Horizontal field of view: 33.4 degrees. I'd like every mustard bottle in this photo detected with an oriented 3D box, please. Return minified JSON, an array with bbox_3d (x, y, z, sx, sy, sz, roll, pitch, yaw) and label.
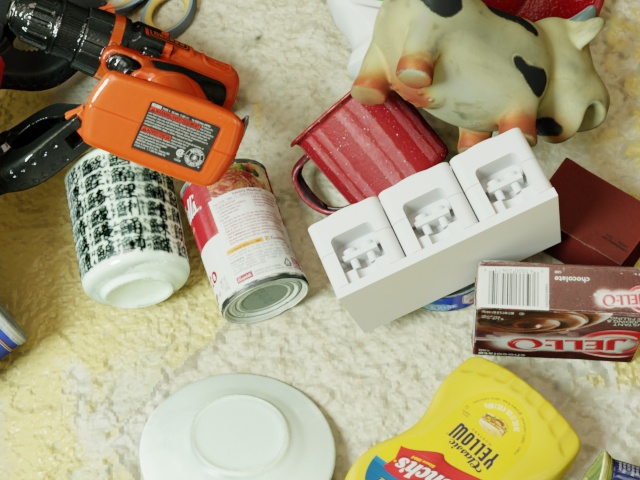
[{"bbox_3d":[0.069,0.160,0.666,0.191,0.058,0.096,-37,64,-28],"label":"mustard bottle"}]

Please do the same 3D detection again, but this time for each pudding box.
[{"bbox_3d":[0.159,0.049,0.716,0.113,0.090,0.039,4,64,9],"label":"pudding box"}]

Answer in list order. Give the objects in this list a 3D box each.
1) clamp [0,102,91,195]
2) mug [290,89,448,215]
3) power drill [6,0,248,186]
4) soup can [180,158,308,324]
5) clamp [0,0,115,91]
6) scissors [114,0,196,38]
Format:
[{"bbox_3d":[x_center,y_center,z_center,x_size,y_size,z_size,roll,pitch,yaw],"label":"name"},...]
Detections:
[{"bbox_3d":[-0.234,-0.066,0.804,0.172,0.039,0.120,-23,41,18],"label":"clamp"},{"bbox_3d":[0.030,-0.062,0.782,0.117,0.093,0.081,-39,94,24],"label":"mug"},{"bbox_3d":[-0.134,-0.115,0.762,0.184,0.057,0.188,17,22,-22],"label":"power drill"},{"bbox_3d":[-0.055,0.001,0.776,0.068,0.068,0.102,-21,65,-3],"label":"soup can"},{"bbox_3d":[-0.271,-0.162,0.864,0.209,0.036,0.164,-23,69,-11],"label":"clamp"},{"bbox_3d":[-0.101,-0.242,0.924,0.201,0.016,0.096,-35,68,-10],"label":"scissors"}]
